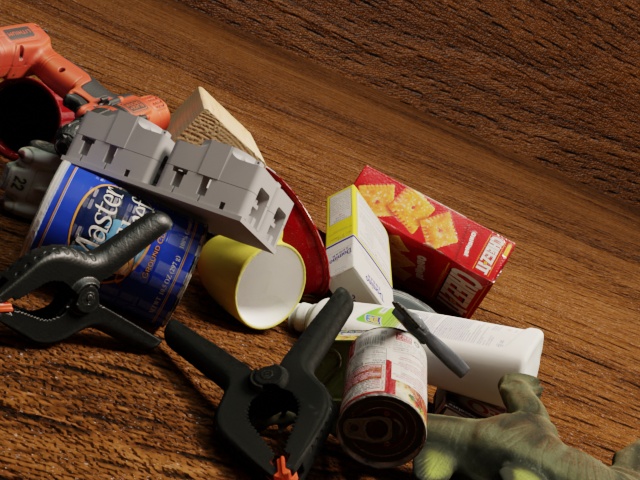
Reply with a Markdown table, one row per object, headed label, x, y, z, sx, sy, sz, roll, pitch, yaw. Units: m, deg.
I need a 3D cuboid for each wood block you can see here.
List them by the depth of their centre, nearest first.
| label | x | y | z | sx | sy | sz | roll | pitch | yaw |
| --- | --- | --- | --- | --- | --- | --- | --- | --- | --- |
| wood block | -0.128 | -0.097 | 1.167 | 0.090 | 0.091 | 0.206 | 43 | 5 | -15 |

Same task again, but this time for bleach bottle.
| label | x | y | z | sx | sy | sz | roll | pitch | yaw |
| --- | --- | --- | --- | --- | --- | --- | --- | --- | --- |
| bleach bottle | 0.090 | 0.101 | 1.077 | 0.251 | 0.068 | 0.102 | 13 | 16 | 20 |

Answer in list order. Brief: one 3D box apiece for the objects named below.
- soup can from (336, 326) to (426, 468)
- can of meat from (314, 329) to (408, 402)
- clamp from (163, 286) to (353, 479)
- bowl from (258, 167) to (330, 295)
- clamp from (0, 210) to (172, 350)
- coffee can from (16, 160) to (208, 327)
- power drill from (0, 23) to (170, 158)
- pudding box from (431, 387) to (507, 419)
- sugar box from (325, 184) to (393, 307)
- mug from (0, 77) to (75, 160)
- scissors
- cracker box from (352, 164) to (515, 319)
| label | x | y | z | sx | sy | sz | roll | pitch | yaw |
| --- | --- | --- | --- | --- | --- | --- | --- | --- | --- |
| soup can | 0.050 | 0.121 | 0.843 | 0.068 | 0.069 | 0.102 | 25 | 27 | -7 |
| can of meat | 0.038 | 0.114 | 0.995 | 0.102 | 0.057 | 0.083 | -2 | 4 | 19 |
| clamp | -0.050 | 0.118 | 0.851 | 0.164 | 0.036 | 0.210 | -8 | 37 | 4 |
| bowl | -0.058 | 0.001 | 1.161 | 0.055 | 0.162 | 0.162 | -30 | 46 | -21 |
| clamp | -0.189 | 0.049 | 0.852 | 0.171 | 0.120 | 0.039 | -16 | 20 | -38 |
| coffee can | -0.184 | 0.004 | 0.950 | 0.140 | 0.103 | 0.103 | 24 | 16 | -11 |
| power drill | -0.266 | -0.148 | 1.091 | 0.188 | 0.057 | 0.184 | 35 | 23 | 8 |
| pudding box | 0.166 | 0.185 | 1.062 | 0.113 | 0.039 | 0.090 | 26 | 15 | 1 |
| sugar box | 0.044 | 0.021 | 1.238 | 0.093 | 0.048 | 0.176 | 54 | 22 | -27 |
| mug | -0.312 | -0.134 | 1.212 | 0.117 | 0.093 | 0.081 | 23 | 10 | 5 |
| scissors | 0.093 | 0.084 | 0.901 | 0.096 | 0.016 | 0.202 | 43 | -1 | 4 |
| cracker box | 0.128 | 0.008 | 1.392 | 0.214 | 0.072 | 0.164 | 29 | -20 | 7 |
